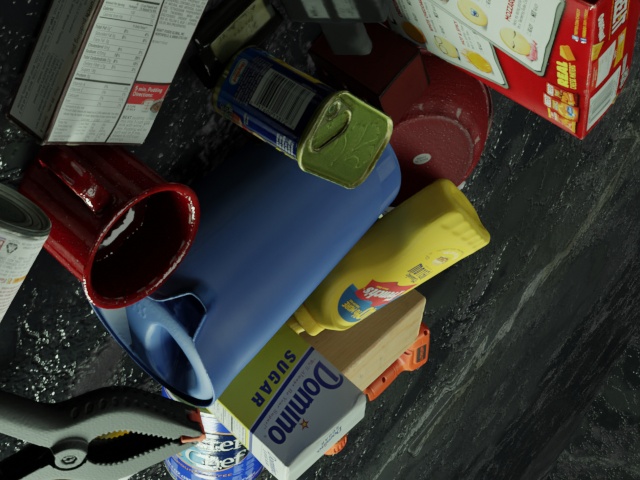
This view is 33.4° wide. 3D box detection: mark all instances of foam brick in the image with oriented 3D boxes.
[{"bbox_3d":[0.038,-0.136,0.836,0.051,0.078,0.053,-49,154,-7],"label":"foam brick"}]

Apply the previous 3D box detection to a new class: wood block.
[{"bbox_3d":[0.005,0.118,1.110,0.205,0.091,0.090,-40,154,-28],"label":"wood block"}]

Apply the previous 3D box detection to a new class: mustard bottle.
[{"bbox_3d":[0.044,0.024,0.898,0.192,0.058,0.096,-33,156,13],"label":"mustard bottle"}]

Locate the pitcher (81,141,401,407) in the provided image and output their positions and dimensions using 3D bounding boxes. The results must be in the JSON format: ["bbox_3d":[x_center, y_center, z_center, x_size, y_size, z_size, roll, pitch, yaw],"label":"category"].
[{"bbox_3d":[-0.055,0.001,0.817,0.242,0.149,0.145,-44,140,-27],"label":"pitcher"}]

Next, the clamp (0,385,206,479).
[{"bbox_3d":[-0.187,0.137,0.761,0.209,0.036,0.165,-8,137,-14],"label":"clamp"}]

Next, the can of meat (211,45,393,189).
[{"bbox_3d":[-0.012,-0.084,0.717,0.057,0.084,0.102,-60,154,7],"label":"can of meat"}]

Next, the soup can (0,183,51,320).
[{"bbox_3d":[-0.209,0.019,0.617,0.102,0.069,0.068,-58,156,11],"label":"soup can"}]

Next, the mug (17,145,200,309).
[{"bbox_3d":[-0.140,-0.022,0.664,0.093,0.082,0.117,-49,154,-9],"label":"mug"}]

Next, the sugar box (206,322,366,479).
[{"bbox_3d":[-0.056,0.107,0.878,0.093,0.176,0.048,-39,153,-27],"label":"sugar box"}]

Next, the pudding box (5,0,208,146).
[{"bbox_3d":[-0.123,-0.111,0.628,0.089,0.039,0.114,-6,127,-58],"label":"pudding box"}]

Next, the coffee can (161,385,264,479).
[{"bbox_3d":[-0.093,0.151,0.964,0.102,0.103,0.140,-36,152,-33],"label":"coffee can"}]

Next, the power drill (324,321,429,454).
[{"bbox_3d":[0.053,0.167,1.308,0.187,0.057,0.184,-41,157,-19],"label":"power drill"}]

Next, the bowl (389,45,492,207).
[{"bbox_3d":[0.078,-0.082,0.906,0.162,0.055,0.162,-8,131,-9],"label":"bowl"}]

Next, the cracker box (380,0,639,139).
[{"bbox_3d":[0.115,-0.183,0.739,0.072,0.214,0.164,-49,156,-12],"label":"cracker box"}]
